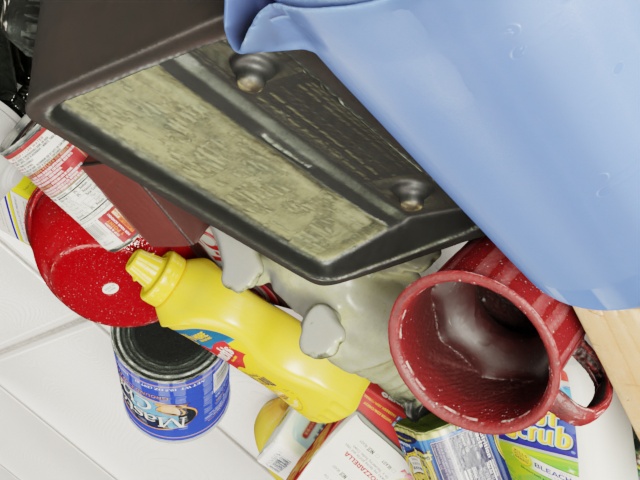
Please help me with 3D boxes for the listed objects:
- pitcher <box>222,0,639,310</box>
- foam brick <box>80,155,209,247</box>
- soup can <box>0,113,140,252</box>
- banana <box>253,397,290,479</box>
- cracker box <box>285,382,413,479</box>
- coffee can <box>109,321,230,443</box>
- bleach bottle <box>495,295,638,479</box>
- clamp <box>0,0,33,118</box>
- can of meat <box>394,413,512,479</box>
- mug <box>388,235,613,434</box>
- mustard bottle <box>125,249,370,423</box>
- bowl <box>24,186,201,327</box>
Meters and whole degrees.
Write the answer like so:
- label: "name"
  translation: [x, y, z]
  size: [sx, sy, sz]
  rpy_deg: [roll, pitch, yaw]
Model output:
- label: "pitcher"
  translation: [0.091, -0.076, 0.409]
  size: [0.149, 0.145, 0.242]
  rpy_deg: [1, 153, 35]
- label: "foam brick"
  translation: [-0.103, -0.040, 0.686]
  size: [0.051, 0.053, 0.078]
  rpy_deg: [-2, 135, 47]
- label: "soup can"
  translation: [-0.158, -0.049, 0.727]
  size: [0.102, 0.068, 0.069]
  rpy_deg: [46, 149, -23]
- label: "banana"
  translation: [-0.032, 0.211, 1.082]
  size: [0.070, 0.037, 0.197]
  rpy_deg: [-1, 140, 21]
- label: "cracker box"
  translation: [0.054, 0.223, 0.864]
  size: [0.164, 0.072, 0.214]
  rpy_deg: [33, 115, 2]
- label: "coffee can"
  translation: [-0.132, 0.110, 0.960]
  size: [0.103, 0.102, 0.140]
  rpy_deg: [28, 150, 12]
- label: "bleach bottle"
  translation: [0.145, 0.088, 0.684]
  size: [0.103, 0.068, 0.251]
  rpy_deg: [24, 147, 40]
- label: "clamp"
  translation: [-0.221, -0.114, 0.785]
  size: [0.210, 0.036, 0.164]
  rpy_deg: [-4, 133, 44]
- label: "can of meat"
  translation: [0.095, 0.160, 0.740]
  size: [0.102, 0.057, 0.084]
  rpy_deg: [156, 94, -79]
- label: "mug"
  translation: [0.104, 0.048, 0.559]
  size: [0.117, 0.081, 0.093]
  rpy_deg: [38, 129, 11]
- label: "mustard bottle"
  translation: [-0.059, 0.064, 0.784]
  size: [0.191, 0.058, 0.096]
  rpy_deg: [35, 163, -19]
- label: "bowl"
  translation: [-0.158, 0.017, 0.830]
  size: [0.162, 0.055, 0.162]
  rpy_deg: [4, 134, 4]
